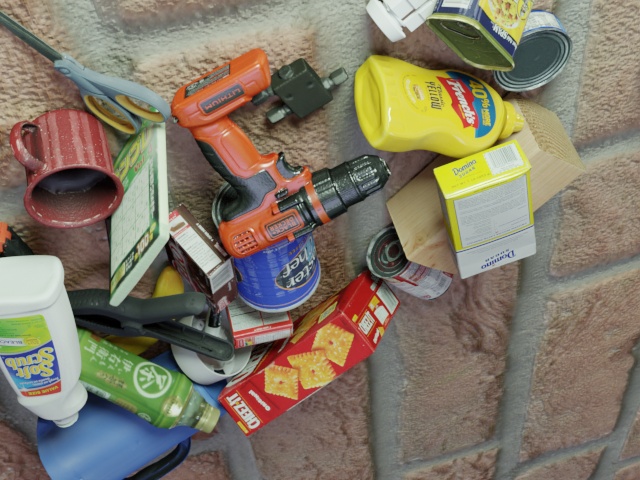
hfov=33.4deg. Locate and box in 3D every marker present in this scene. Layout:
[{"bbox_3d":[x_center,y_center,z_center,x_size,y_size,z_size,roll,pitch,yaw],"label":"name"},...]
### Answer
[{"bbox_3d":[-0.122,0.062,1.278,0.020,0.020,0.121,0,118,-24],"label":"marker"}]

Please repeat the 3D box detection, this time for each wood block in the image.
[{"bbox_3d":[0.186,-0.061,1.223,0.090,0.091,0.206,17,132,-40],"label":"wood block"}]

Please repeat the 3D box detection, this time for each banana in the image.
[{"bbox_3d":[-0.217,0.099,1.309,0.069,0.037,0.198,20,131,-44],"label":"banana"}]

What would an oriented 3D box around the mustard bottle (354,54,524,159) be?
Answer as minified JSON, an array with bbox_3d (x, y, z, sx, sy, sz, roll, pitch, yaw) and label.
[{"bbox_3d":[0.130,-0.131,1.094,0.191,0.096,0.058,4,151,-30],"label":"mustard bottle"}]

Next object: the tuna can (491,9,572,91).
[{"bbox_3d":[0.213,-0.195,1.098,0.086,0.034,0.086,-12,145,-9],"label":"tuna can"}]

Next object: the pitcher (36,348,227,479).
[{"bbox_3d":[-0.238,0.241,1.417,0.243,0.145,0.149,-30,166,12],"label":"pitcher"}]

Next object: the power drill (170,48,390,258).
[{"bbox_3d":[-0.045,-0.088,1.040,0.184,0.057,0.187,-26,115,7],"label":"power drill"}]

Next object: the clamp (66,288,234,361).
[{"bbox_3d":[-0.206,0.084,1.214,0.210,0.036,0.164,11,154,6],"label":"clamp"}]

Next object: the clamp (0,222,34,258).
[{"bbox_3d":[-0.344,0.048,1.175,0.120,0.039,0.172,6,141,-24],"label":"clamp"}]

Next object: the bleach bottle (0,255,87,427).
[{"bbox_3d":[-0.305,0.124,1.179,0.102,0.068,0.251,-3,136,4],"label":"bleach bottle"}]

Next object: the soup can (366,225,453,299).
[{"bbox_3d":[0.114,0.030,1.336,0.069,0.068,0.102,-35,142,23],"label":"soup can"}]

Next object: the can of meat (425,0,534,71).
[{"bbox_3d":[0.152,-0.217,0.986,0.102,0.058,0.084,30,79,-48],"label":"can of meat"}]

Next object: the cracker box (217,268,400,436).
[{"bbox_3d":[-0.013,0.137,1.354,0.214,0.072,0.164,-36,-174,24],"label":"cracker box"}]

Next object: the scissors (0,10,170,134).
[{"bbox_3d":[-0.207,-0.152,0.950,0.096,0.016,0.201,5,156,28],"label":"scissors"}]

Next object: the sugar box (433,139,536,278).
[{"bbox_3d":[0.178,-0.029,1.142,0.093,0.048,0.176,-19,150,1],"label":"sugar box"}]

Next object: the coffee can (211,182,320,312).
[{"bbox_3d":[-0.058,0.001,1.188,0.102,0.103,0.140,-16,145,-4],"label":"coffee can"}]

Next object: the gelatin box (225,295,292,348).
[{"bbox_3d":[-0.079,0.083,1.302,0.073,0.089,0.030,-11,143,-10],"label":"gelatin box"}]

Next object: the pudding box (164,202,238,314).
[{"bbox_3d":[-0.133,0.022,1.173,0.039,0.090,0.113,-39,161,-19],"label":"pudding box"}]

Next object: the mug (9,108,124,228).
[{"bbox_3d":[-0.248,-0.075,1.013,0.093,0.081,0.117,-35,143,23],"label":"mug"}]
